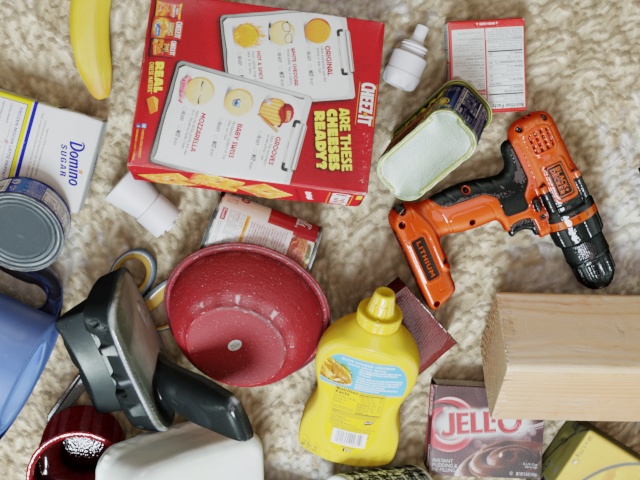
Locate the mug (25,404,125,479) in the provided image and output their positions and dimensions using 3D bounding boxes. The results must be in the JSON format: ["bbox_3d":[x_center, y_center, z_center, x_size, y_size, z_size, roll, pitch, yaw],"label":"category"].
[{"bbox_3d":[-0.218,0.214,1.015,0.117,0.081,0.093,37,97,-15],"label":"mug"}]

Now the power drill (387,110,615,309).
[{"bbox_3d":[0.173,-0.007,1.022,0.187,0.057,0.184,-26,97,-1],"label":"power drill"}]

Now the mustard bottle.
[{"bbox_3d":[0.041,0.123,0.990,0.096,0.058,0.192,13,124,2],"label":"mustard bottle"}]

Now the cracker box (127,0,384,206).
[{"bbox_3d":[-0.058,-0.126,0.974,0.213,0.072,0.164,7,81,-3],"label":"cracker box"}]

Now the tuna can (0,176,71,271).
[{"bbox_3d":[-0.273,-0.016,0.979,0.086,0.033,0.086,3,125,3],"label":"tuna can"}]

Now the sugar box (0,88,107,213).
[{"bbox_3d":[-0.297,-0.094,0.996,0.176,0.048,0.093,17,97,-8],"label":"sugar box"}]

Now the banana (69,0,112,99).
[{"bbox_3d":[-0.195,-0.232,0.986,0.069,0.037,0.198,23,96,-5],"label":"banana"}]

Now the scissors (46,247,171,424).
[{"bbox_3d":[-0.211,0.085,1.034,0.202,0.016,0.096,-35,100,1],"label":"scissors"}]

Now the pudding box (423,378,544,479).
[{"bbox_3d":[0.161,0.185,1.051,0.113,0.039,0.090,3,96,-3],"label":"pudding box"}]

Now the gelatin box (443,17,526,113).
[{"bbox_3d":[0.156,-0.165,1.013,0.073,0.030,0.089,-4,100,-2],"label":"gelatin box"}]

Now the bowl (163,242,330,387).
[{"bbox_3d":[-0.073,0.083,0.987,0.162,0.055,0.162,4,123,7],"label":"bowl"}]

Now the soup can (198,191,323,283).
[{"bbox_3d":[-0.057,0.001,1.006,0.102,0.068,0.068,20,96,-4],"label":"soup can"}]

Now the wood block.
[{"bbox_3d":[0.263,0.111,1.004,0.206,0.090,0.091,2,139,-3],"label":"wood block"}]

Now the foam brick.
[{"bbox_3d":[0.084,0.082,1.029,0.051,0.053,0.078,-42,98,3],"label":"foam brick"}]

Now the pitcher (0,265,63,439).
[{"bbox_3d":[-0.367,0.070,0.981,0.243,0.149,0.145,28,110,-2],"label":"pitcher"}]

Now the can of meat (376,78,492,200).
[{"bbox_3d":[0.103,-0.090,0.975,0.057,0.083,0.102,45,119,-7],"label":"can of meat"}]
